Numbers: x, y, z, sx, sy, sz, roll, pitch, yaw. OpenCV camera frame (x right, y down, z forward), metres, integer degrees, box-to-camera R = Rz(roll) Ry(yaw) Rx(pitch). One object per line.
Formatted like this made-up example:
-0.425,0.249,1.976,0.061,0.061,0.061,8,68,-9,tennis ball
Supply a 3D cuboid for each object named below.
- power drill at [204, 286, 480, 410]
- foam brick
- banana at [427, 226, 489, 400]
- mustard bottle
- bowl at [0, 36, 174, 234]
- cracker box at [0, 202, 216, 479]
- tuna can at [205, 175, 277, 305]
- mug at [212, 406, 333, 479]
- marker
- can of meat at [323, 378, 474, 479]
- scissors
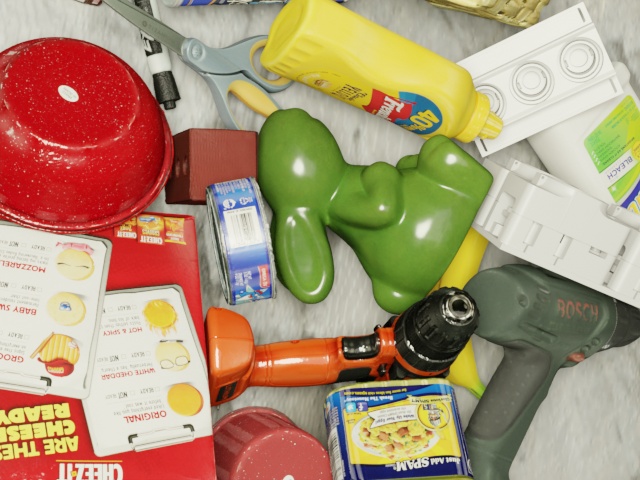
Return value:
0.009,0.080,0.778,0.187,0.185,0.057,1,66,-12,power drill
-0.082,-0.053,0.794,0.051,0.078,0.053,2,88,-21,foam brick
0.120,0.034,0.889,0.069,0.037,0.198,10,86,-40,banana
0.056,-0.121,0.808,0.191,0.096,0.058,22,77,-19,mustard bottle
-0.176,-0.086,0.739,0.162,0.055,0.162,10,57,-16,bowl
-0.163,0.079,0.715,0.164,0.072,0.214,5,54,-19,cracker box
-0.055,0.001,0.729,0.033,0.086,0.086,-11,92,-9,tuna can
-0.050,0.179,0.796,0.117,0.082,0.093,-19,95,-19,mug
-0.128,-0.159,0.812,0.020,0.020,0.121,-14,93,-20,marker
0.055,0.148,0.762,0.102,0.057,0.084,-2,55,-9,can of meat
-0.082,-0.150,0.794,0.201,0.016,0.096,47,61,-36,scissors
